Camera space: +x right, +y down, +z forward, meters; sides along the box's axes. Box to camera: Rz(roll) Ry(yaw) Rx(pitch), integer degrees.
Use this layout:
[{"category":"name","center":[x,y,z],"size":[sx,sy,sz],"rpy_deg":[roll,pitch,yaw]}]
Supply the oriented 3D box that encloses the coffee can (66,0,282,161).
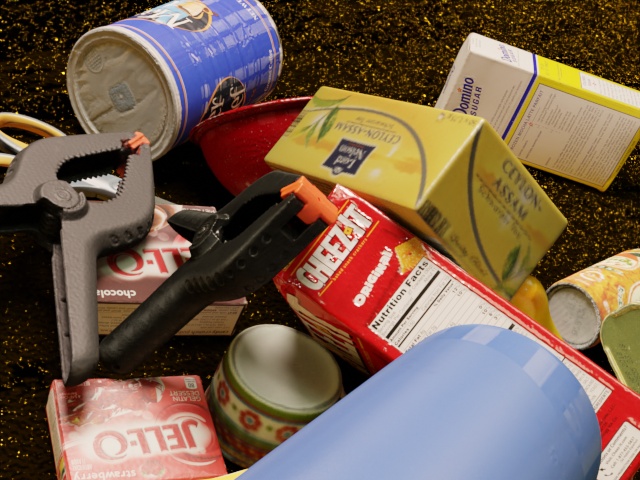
[{"category":"coffee can","center":[-0.109,-0.131,0.820],"size":[0.103,0.103,0.140],"rpy_deg":[34,39,15]}]

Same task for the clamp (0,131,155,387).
[{"category":"clamp","center":[-0.153,-0.006,0.635],"size":[0.164,0.036,0.209],"rpy_deg":[37,36,9]}]

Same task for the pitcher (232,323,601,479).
[{"category":"pitcher","center":[0.029,0.136,0.428],"size":[0.145,0.149,0.242],"rpy_deg":[23,31,25]}]

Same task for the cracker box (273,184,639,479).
[{"category":"cracker box","center":[0.081,0.077,0.622],"size":[0.214,0.164,0.072],"rpy_deg":[36,80,17]}]

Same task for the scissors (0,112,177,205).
[{"category":"scissors","center":[-0.159,-0.029,0.745],"size":[0.202,0.016,0.096],"rpy_deg":[31,40,10]}]

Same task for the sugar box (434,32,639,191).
[{"category":"sugar box","center":[0.198,-0.115,0.966],"size":[0.176,0.093,0.048],"rpy_deg":[20,37,-4]}]

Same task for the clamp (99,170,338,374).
[{"category":"clamp","center":[-0.054,0.001,0.599],"size":[0.039,0.172,0.120],"rpy_deg":[39,40,-28]}]

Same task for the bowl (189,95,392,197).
[{"category":"bowl","center":[-0.013,-0.058,0.777],"size":[0.161,0.162,0.055],"rpy_deg":[-2,81,-29]}]

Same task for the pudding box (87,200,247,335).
[{"category":"pudding box","center":[-0.113,0.018,0.692],"size":[0.113,0.039,0.090],"rpy_deg":[1,44,-25]}]

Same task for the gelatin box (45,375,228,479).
[{"category":"gelatin box","center":[-0.102,0.112,0.592],"size":[0.089,0.030,0.073],"rpy_deg":[2,42,-25]}]
